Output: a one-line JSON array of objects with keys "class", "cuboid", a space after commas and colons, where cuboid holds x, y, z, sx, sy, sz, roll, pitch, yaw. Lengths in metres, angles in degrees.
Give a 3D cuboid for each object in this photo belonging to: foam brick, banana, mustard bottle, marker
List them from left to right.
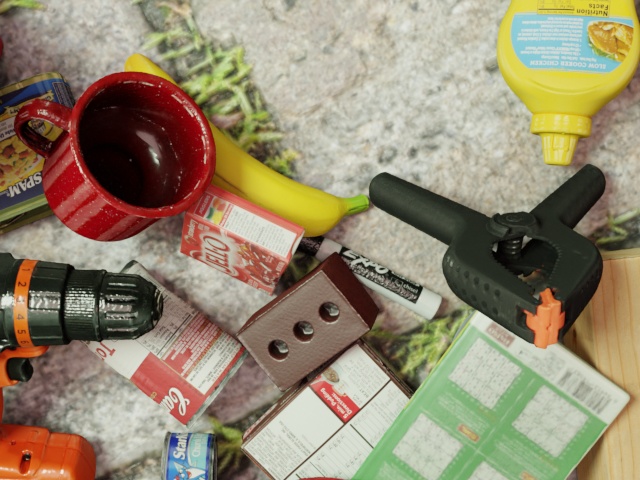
[{"class": "banana", "cuboid": [-0.062, -0.056, 0.728, 0.198, 0.069, 0.037, 34, 122, -2]}, {"class": "foam brick", "cuboid": [-0.007, 0.055, 0.721, 0.078, 0.051, 0.053, -38, 93, 15]}, {"class": "marker", "cuboid": [0.028, 0.020, 0.747, 0.121, 0.020, 0.020, 28, 90, -1]}, {"class": "mustard bottle", "cuboid": [0.170, -0.147, 0.728, 0.096, 0.058, 0.191, 5, 90, 9]}]

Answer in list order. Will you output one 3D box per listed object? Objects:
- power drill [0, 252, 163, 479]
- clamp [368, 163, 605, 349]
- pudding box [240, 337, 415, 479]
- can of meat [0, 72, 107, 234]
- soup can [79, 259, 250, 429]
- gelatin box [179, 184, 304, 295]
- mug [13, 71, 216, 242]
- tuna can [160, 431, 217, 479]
[{"class": "power drill", "cuboid": [-0.188, 0.089, 0.677, 0.184, 0.057, 0.188, 3, 126, 1]}, {"class": "clamp", "cuboid": [0.110, 0.000, 0.671, 0.164, 0.210, 0.036, 0, 117, 5]}, {"class": "pudding box", "cuboid": [0.014, 0.133, 0.738, 0.113, 0.039, 0.090, -43, 94, 2]}, {"class": "can of meat", "cuboid": [-0.205, -0.057, 0.724, 0.102, 0.057, 0.084, -22, 88, -2]}, {"class": "soup can", "cuboid": [-0.107, 0.069, 0.721, 0.102, 0.068, 0.068, 39, 89, -1]}, {"class": "gelatin box", "cuboid": [-0.055, 0.001, 0.710, 0.073, 0.089, 0.030, 26, 70, -2]}, {"class": "mug", "cuboid": [-0.134, -0.051, 0.662, 0.117, 0.082, 0.093, 23, 64, -24]}, {"class": "tuna can", "cuboid": [-0.087, 0.171, 0.713, 0.033, 0.086, 0.086, 1, 90, -3]}]
